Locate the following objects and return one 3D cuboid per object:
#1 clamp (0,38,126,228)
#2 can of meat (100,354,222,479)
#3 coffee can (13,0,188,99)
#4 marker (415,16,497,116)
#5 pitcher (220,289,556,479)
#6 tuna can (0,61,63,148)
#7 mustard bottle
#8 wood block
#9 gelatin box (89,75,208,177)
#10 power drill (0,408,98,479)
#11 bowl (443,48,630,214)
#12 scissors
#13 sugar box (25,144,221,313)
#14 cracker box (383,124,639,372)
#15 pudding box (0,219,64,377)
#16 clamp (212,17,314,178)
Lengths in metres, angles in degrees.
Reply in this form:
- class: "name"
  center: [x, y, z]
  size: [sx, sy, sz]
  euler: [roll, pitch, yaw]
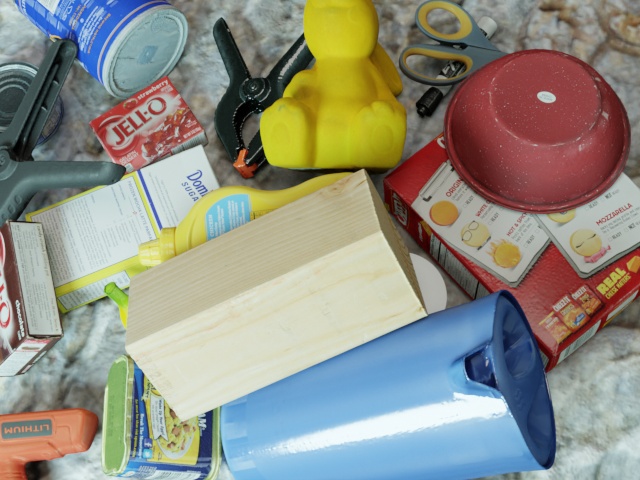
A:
- class: "clamp"
  center: [-0.268, -0.063, 0.959]
  size: [0.210, 0.036, 0.165]
  euler: [-41, 58, 12]
- class: "can of meat"
  center: [-0.130, 0.147, 0.877]
  size: [0.083, 0.058, 0.102]
  euler: [12, 65, -30]
- class: "coffee can"
  center: [-0.211, -0.218, 1.026]
  size: [0.140, 0.103, 0.102]
  euler: [41, 76, 18]
- class: "marker"
  center: [0.129, -0.166, 1.024]
  size: [0.020, 0.020, 0.121]
  euler: [33, 74, 16]
- class: "pitcher"
  center: [0.054, 0.133, 0.829]
  size: [0.243, 0.149, 0.145]
  euler: [-17, 26, 23]
- class: "tuna can"
  center: [-0.296, -0.130, 1.034]
  size: [0.086, 0.034, 0.086]
  euler: [-2, 68, 4]
- class: "mustard bottle"
  center: [-0.056, 0.001, 0.889]
  size: [0.191, 0.058, 0.096]
  euler: [-6, 88, 2]
- class: "wood block"
  center: [-0.036, 0.043, 0.812]
  size: [0.206, 0.090, 0.091]
  euler: [-25, 33, 10]
- class: "gelatin box"
  center: [-0.163, -0.103, 1.015]
  size: [0.089, 0.030, 0.073]
  euler: [-32, 69, -9]
- class: "power drill"
  center: [-0.220, 0.234, 0.868]
  size: [0.184, 0.057, 0.187]
  euler: [-4, 67, -1]
- class: "bowl"
  center: [0.186, -0.105, 0.902]
  size: [0.162, 0.055, 0.162]
  euler: [-1, 65, 3]
- class: "scissors"
  center: [0.172, -0.185, 1.014]
  size: [0.201, 0.016, 0.096]
  euler: [-2, 75, -6]
- class: "sugar box"
  center: [-0.171, -0.011, 0.971]
  size: [0.176, 0.048, 0.093]
  euler: [-21, 66, -7]
- class: "cracker box"
  center: [0.184, -0.015, 0.931]
  size: [0.164, 0.072, 0.214]
  euler: [-38, 69, -13]
- class: "pudding box"
  center: [-0.266, 0.051, 0.929]
  size: [0.039, 0.090, 0.113]
  euler: [0, 63, -40]
- class: "clamp"
  center: [-0.049, -0.144, 1.015]
  size: [0.120, 0.039, 0.171]
  euler: [-8, 70, 21]
